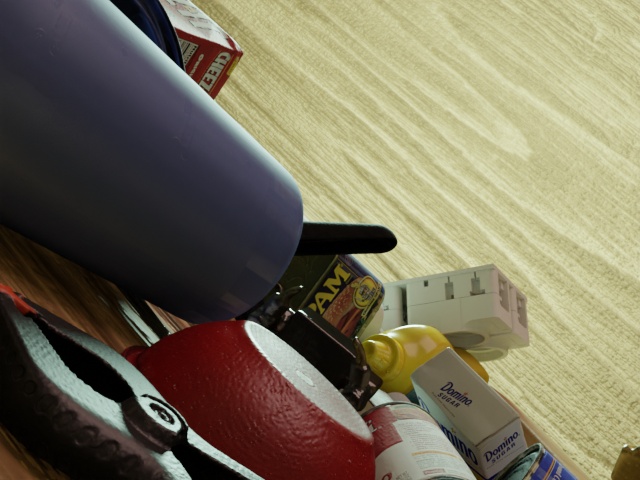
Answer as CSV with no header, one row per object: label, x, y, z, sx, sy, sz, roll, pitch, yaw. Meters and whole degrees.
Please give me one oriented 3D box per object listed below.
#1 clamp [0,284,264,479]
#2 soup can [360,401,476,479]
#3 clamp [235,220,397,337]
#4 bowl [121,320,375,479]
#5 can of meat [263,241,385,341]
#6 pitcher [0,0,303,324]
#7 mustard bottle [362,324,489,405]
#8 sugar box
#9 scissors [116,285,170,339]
clamp,-0.061,0.081,0.399,0.171,0.039,0.120,43,2,18
soup can,0.056,0.148,0.636,0.068,0.068,0.102,41,5,-19
clamp,-0.055,0.001,0.798,0.210,0.164,0.036,35,-35,14
bowl,-0.024,0.092,0.548,0.162,0.055,0.162,42,3,-3
can of meat,-0.004,0.050,0.870,0.058,0.102,0.083,30,-9,45
pitcher,-0.117,-0.061,0.559,0.242,0.149,0.145,38,7,-41
mustard bottle,0.082,0.124,0.964,0.058,0.096,0.191,51,8,33
sugar box,0.126,0.173,0.820,0.093,0.048,0.176,45,-15,50
scissors,-0.137,0.004,0.676,0.202,0.016,0.096,44,4,21
